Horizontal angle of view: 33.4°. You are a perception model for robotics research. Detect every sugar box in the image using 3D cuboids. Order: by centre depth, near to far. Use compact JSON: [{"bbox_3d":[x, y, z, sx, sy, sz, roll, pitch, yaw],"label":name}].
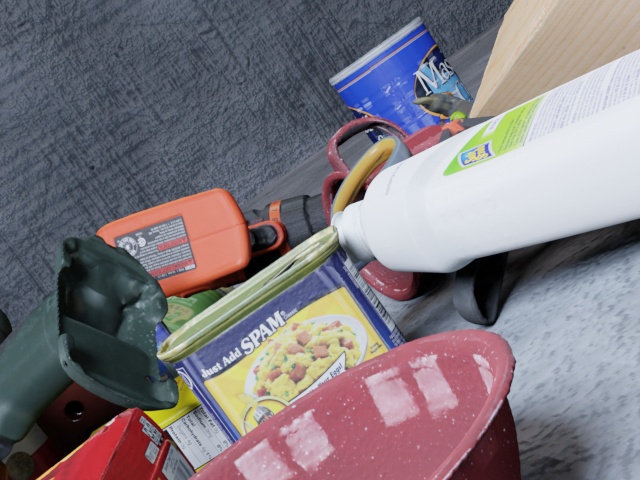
[{"bbox_3d":[-0.064,0.098,0.632,0.176,0.048,0.093,-36,9,6],"label":"sugar box"}]

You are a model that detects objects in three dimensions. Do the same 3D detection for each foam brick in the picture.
[{"bbox_3d":[-0.150,0.126,0.725,0.053,0.078,0.051,-37,7,2],"label":"foam brick"}]

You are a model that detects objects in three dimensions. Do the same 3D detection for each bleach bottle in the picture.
[{"bbox_3d":[0.115,-0.040,0.480,0.251,0.068,0.102,-19,17,34],"label":"bleach bottle"}]

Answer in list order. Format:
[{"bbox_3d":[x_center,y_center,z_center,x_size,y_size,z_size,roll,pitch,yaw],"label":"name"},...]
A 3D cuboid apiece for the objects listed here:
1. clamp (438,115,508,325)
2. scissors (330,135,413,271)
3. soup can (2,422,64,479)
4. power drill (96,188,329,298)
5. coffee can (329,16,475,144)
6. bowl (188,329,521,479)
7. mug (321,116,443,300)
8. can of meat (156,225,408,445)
[{"bbox_3d":[0.111,-0.031,0.570,0.120,0.039,0.171,-25,32,9],"label":"clamp"},{"bbox_3d":[0.020,0.017,0.565,0.096,0.016,0.201,-13,42,42],"label":"scissors"},{"bbox_3d":[-0.211,0.153,0.722,0.068,0.102,0.068,-34,7,4],"label":"soup can"},{"bbox_3d":[-0.055,0.001,0.739,0.185,0.057,0.187,-20,-6,16],"label":"power drill"},{"bbox_3d":[0.089,-0.121,0.997,0.103,0.140,0.103,-34,7,4],"label":"coffee can"},{"bbox_3d":[0.001,0.094,0.313,0.162,0.055,0.162,-34,7,4],"label":"bowl"},{"bbox_3d":[0.053,-0.031,0.686,0.081,0.117,0.093,-33,-15,-22],"label":"mug"},{"bbox_3d":[-0.011,0.056,0.508,0.102,0.084,0.057,-35,7,4],"label":"can of meat"}]
